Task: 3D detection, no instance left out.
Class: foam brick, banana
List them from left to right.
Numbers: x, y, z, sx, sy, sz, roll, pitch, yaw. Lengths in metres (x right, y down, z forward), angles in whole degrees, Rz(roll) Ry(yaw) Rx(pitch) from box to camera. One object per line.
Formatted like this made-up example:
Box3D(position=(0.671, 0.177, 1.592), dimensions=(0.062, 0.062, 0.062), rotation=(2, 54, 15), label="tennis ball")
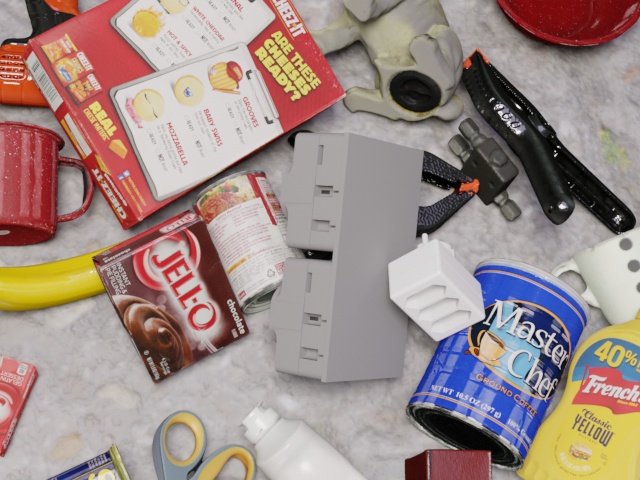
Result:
Box3D(position=(-0.192, 0.024, 0.863), dimensions=(0.197, 0.070, 0.037), rotation=(-13, 73, -24), label="banana")
Box3D(position=(0.100, 0.195, 0.841), dimensions=(0.051, 0.078, 0.053), rotation=(2, 73, -8), label="foam brick")

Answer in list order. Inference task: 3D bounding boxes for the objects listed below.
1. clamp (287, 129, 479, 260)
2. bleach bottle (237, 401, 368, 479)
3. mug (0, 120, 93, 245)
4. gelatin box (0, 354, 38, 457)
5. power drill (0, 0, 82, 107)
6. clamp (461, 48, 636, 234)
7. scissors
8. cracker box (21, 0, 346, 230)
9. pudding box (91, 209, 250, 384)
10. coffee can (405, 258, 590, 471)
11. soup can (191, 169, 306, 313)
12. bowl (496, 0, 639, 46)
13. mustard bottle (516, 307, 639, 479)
Box3D(position=(0.052, -0.031, 0.934), dimensions=(0.171, 0.039, 0.120), rotation=(5, 84, -6), label="clamp")
Box3D(position=(0.036, 0.218, 0.809), dimensions=(0.251, 0.103, 0.068), rotation=(43, 75, 7), label="bleach bottle")
Box3D(position=(-0.244, -0.043, 0.870), dimensions=(0.117, 0.093, 0.081), rotation=(3, 75, -21), label="mug")
Box3D(position=(-0.277, 0.121, 0.837), dimensions=(0.089, 0.030, 0.073), rotation=(19, 70, -1), label="gelatin box")
Box3D(position=(-0.199, -0.199, 0.943), dimensions=(0.184, 0.057, 0.187), rotation=(3, 70, -15), label="power drill")
Box3D(position=(0.184, -0.086, 0.933), dimensions=(0.036, 0.164, 0.210), rotation=(-44, 71, 23), label="clamp")
Box3D(position=(-0.123, 0.193, 0.785), dimensions=(0.096, 0.016, 0.201), rotation=(52, 38, 8), label="scissors")
Box3D(position=(-0.112, -0.133, 0.885), dimensions=(0.213, 0.072, 0.164), rotation=(-34, 96, -23), label="cracker box")
Box3D(position=(-0.119, 0.044, 0.853), dimensions=(0.090, 0.039, 0.113), rotation=(-27, 116, -15), label="pudding box")
Box3D(position=(0.145, 0.100, 0.866), dimensions=(0.103, 0.103, 0.140), rotation=(29, 70, 2), label="coffee can")
Box3D(position=(-0.056, 0.001, 0.890), dimensions=(0.068, 0.068, 0.102), rotation=(-23, 76, -15), label="soup can")
Box3D(position=(0.228, -0.246, 1.022), dimensions=(0.162, 0.055, 0.162), rotation=(2, 71, -7), label="bowl")
Box3D(position=(0.242, 0.127, 0.859), dimensions=(0.096, 0.058, 0.191), rotation=(27, 86, 38), label="mustard bottle")
